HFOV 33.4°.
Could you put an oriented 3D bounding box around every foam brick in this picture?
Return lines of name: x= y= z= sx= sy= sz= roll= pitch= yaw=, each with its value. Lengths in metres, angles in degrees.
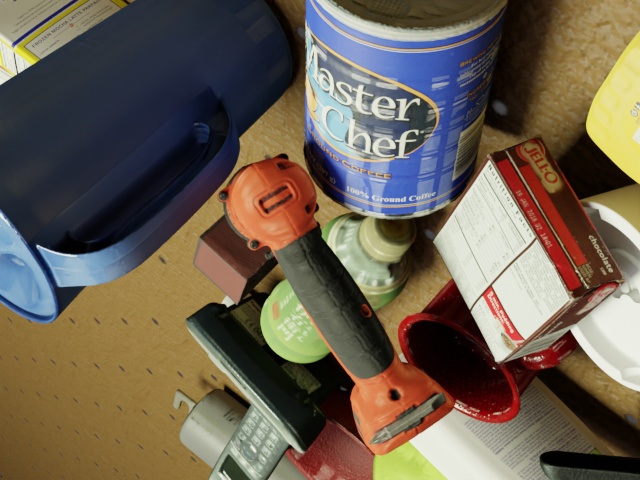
foam brick: x=-0.056 y=0.001 z=0.846 sx=0.051 sy=0.078 sz=0.053 roll=41 pitch=153 yaw=8

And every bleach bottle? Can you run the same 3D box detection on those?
bleach bottle: x=0.150 y=0.166 z=0.719 sx=0.251 sy=0.102 sz=0.068 roll=46 pitch=154 yaw=25

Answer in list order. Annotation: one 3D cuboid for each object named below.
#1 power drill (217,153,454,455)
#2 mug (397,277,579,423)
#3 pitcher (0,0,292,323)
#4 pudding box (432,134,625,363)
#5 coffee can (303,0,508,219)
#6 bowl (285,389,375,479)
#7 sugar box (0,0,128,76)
power drill: x=0.001 y=0.034 z=0.662 sx=0.187 sy=0.057 sz=0.184 roll=56 pitch=177 yaw=-4
mug: x=0.118 y=0.057 z=0.685 sx=0.117 sy=0.081 sz=0.093 roll=-4 pitch=125 yaw=55
pitcher: x=-0.123 y=-0.068 z=0.672 sx=0.149 sy=0.242 sz=0.145 roll=46 pitch=152 yaw=0
pudding box: x=0.110 y=0.009 z=0.588 sx=0.090 sy=0.039 sz=0.114 roll=64 pitch=158 yaw=18
coffee can: x=0.042 y=-0.094 z=0.569 sx=0.103 sy=0.102 sz=0.140 roll=33 pitch=149 yaw=22
bowl: x=0.029 y=0.192 z=1.002 sx=0.162 sy=0.055 sz=0.162 roll=33 pitch=149 yaw=22
sugar box: x=-0.179 y=-0.144 z=0.806 sx=0.176 sy=0.093 sz=0.048 roll=37 pitch=150 yaw=18
